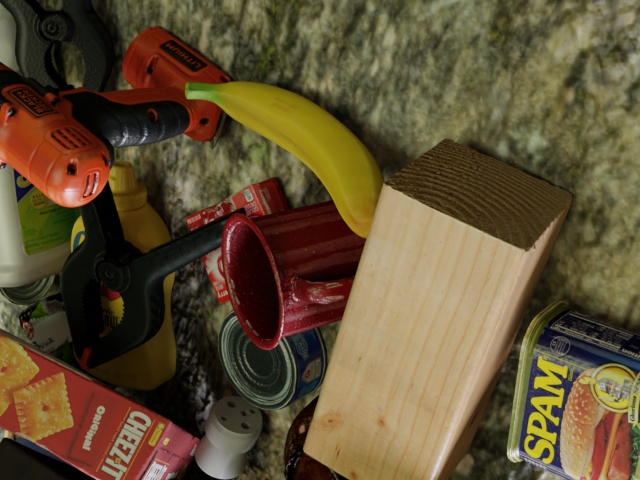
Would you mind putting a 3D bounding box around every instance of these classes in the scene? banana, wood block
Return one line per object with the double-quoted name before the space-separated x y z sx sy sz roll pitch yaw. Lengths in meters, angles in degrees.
"banana" -0.009 -0.060 0.708 0.198 0.069 0.037 38 140 37
"wood block" 0.069 0.055 0.661 0.090 0.090 0.206 27 123 18

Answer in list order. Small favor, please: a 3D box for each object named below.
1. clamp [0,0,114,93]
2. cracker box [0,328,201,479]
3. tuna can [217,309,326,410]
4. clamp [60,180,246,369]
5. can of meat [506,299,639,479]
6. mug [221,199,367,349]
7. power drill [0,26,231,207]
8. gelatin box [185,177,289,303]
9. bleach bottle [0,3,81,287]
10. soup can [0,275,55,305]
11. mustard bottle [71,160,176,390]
"clamp" -0.221 -0.176 0.851 0.120 0.039 0.171 -1 108 6
"cracker box" -0.215 0.137 0.869 0.214 0.072 0.164 26 168 9
"tuna can" -0.039 0.086 0.819 0.086 0.033 0.086 17 117 37
"clamp" -0.144 0.020 0.825 0.165 0.036 0.210 26 120 18
"can of meat" 0.163 0.097 0.625 0.084 0.057 0.102 20 119 33
"mug" -0.006 0.020 0.712 0.117 0.081 0.093 13 114 62
"power drill" -0.170 -0.104 0.761 0.185 0.187 0.057 39 130 23
"gelatin box" -0.055 0.001 0.805 0.089 0.030 0.073 -22 91 45
"bleach bottle" -0.261 -0.094 0.906 0.068 0.102 0.251 5 109 36
"soup can" -0.309 0.025 1.020 0.102 0.068 0.068 5 109 40
"mustard bottle" -0.166 0.026 0.895 0.096 0.058 0.192 18 117 30
